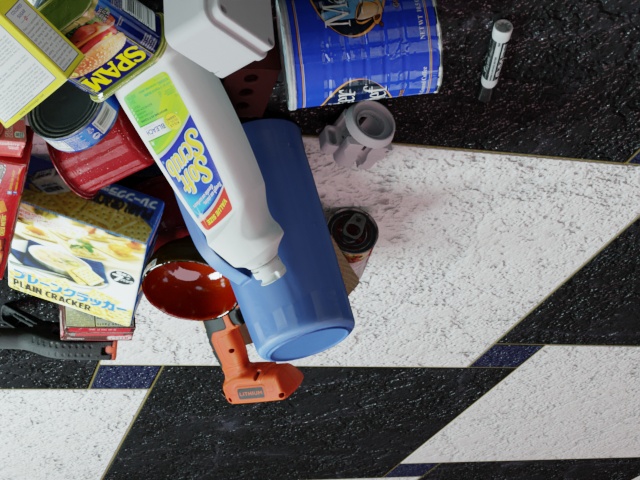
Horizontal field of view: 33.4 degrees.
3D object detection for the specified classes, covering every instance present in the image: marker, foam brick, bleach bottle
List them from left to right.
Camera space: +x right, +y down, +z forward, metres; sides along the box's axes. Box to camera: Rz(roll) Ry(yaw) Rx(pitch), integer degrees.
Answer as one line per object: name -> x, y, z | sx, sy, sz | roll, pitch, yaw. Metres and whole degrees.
bleach bottle -> -0.100, -0.072, 1.020 | 0.103, 0.251, 0.068 | -21, -166, 38
foam brick -> -0.075, -0.163, 1.040 | 0.053, 0.051, 0.078 | 0, 151, -17
marker -> 0.180, -0.183, 1.108 | 0.020, 0.020, 0.121 | -6, 152, -5

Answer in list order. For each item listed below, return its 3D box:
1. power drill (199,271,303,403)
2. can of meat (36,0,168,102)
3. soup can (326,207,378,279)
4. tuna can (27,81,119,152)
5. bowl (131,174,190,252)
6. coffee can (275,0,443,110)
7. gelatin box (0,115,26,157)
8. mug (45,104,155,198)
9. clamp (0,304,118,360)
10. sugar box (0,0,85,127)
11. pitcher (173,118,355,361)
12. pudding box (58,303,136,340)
power drill -> -0.093, 0.106, 1.303 | 0.185, 0.187, 0.057 | -11, -159, 39
can of meat -> -0.199, -0.179, 0.937 | 0.102, 0.057, 0.083 | -28, 142, 29
soup can -> 0.033, 0.011, 1.378 | 0.068, 0.068, 0.102 | -3, 152, -11
tuna can -> -0.237, -0.128, 1.025 | 0.086, 0.086, 0.033 | -17, 152, 16
bowl -> -0.160, -0.018, 1.284 | 0.162, 0.055, 0.162 | -6, 152, -3
coffee can -> 0.034, -0.179, 0.986 | 0.140, 0.103, 0.103 | -7, 152, -3
gelatin box -> -0.317, -0.123, 1.007 | 0.073, 0.089, 0.030 | 4, 147, -22
mug -> -0.215, -0.102, 1.092 | 0.082, 0.093, 0.117 | -23, 180, 16
clamp -> -0.364, 0.124, 1.365 | 0.210, 0.036, 0.164 | 10, -169, 17
sugar box -> -0.290, -0.182, 0.875 | 0.093, 0.048, 0.176 | -29, 114, 34
pitcher -> -0.057, 0.001, 1.138 | 0.149, 0.243, 0.145 | -18, 160, -3
pudding box -> -0.284, 0.072, 1.354 | 0.089, 0.113, 0.039 | 3, 147, -21
